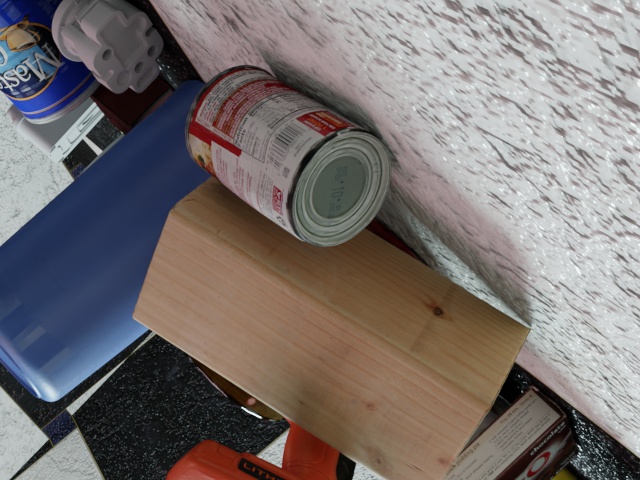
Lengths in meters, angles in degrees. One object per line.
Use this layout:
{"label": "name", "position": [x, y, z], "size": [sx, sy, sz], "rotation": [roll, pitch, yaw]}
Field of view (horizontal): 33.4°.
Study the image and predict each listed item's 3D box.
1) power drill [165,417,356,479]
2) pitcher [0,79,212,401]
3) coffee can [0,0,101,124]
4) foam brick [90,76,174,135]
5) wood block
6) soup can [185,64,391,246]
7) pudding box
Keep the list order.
{"label": "power drill", "position": [-0.029, 0.103, 0.669], "size": [0.184, 0.187, 0.057], "rotation": [28, 127, 0]}
{"label": "pitcher", "position": [-0.143, 0.007, 0.799], "size": [0.145, 0.242, 0.149], "rotation": [19, 145, 53]}
{"label": "coffee can", "position": [-0.260, -0.185, 0.917], "size": [0.103, 0.102, 0.140], "rotation": [33, 167, 51]}
{"label": "foam brick", "position": [-0.160, -0.119, 0.944], "size": [0.078, 0.051, 0.053], "rotation": [38, 170, 36]}
{"label": "wood block", "position": [0.005, 0.048, 0.634], "size": [0.206, 0.090, 0.090], "rotation": [31, -145, 9]}
{"label": "soup can", "position": [-0.019, -0.047, 0.581], "size": [0.102, 0.068, 0.068], "rotation": [35, 168, 43]}
{"label": "pudding box", "position": [0.131, 0.167, 0.770], "size": [0.039, 0.113, 0.090], "rotation": [42, 172, 32]}
